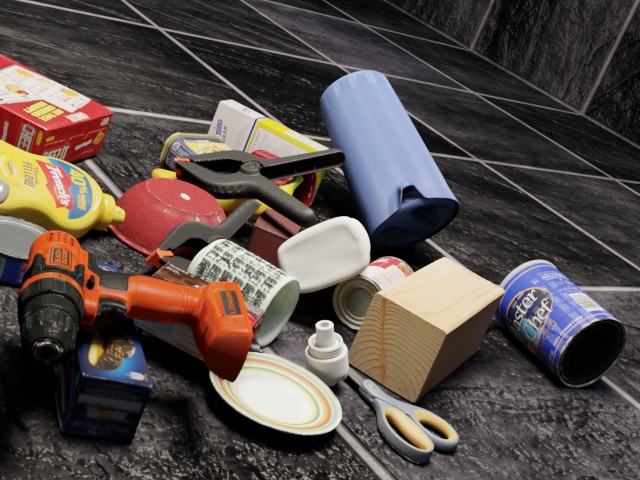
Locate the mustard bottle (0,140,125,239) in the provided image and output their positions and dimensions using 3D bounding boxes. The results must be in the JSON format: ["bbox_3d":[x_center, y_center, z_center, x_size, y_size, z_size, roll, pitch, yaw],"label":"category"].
[{"bbox_3d":[-0.294,-0.048,1.141,0.191,0.058,0.096,18,43,-41],"label":"mustard bottle"}]

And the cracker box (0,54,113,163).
[{"bbox_3d":[-0.397,-0.167,1.343,0.214,0.072,0.164,27,21,11],"label":"cracker box"}]

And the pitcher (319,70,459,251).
[{"bbox_3d":[0.088,-0.111,1.508,0.144,0.149,0.243,1,56,-41],"label":"pitcher"}]

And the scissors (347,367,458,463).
[{"bbox_3d":[0.069,0.159,1.090,0.096,0.016,0.202,11,23,-32],"label":"scissors"}]

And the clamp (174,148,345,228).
[{"bbox_3d":[-0.081,-0.072,1.311,0.210,0.036,0.164,4,33,6],"label":"clamp"}]

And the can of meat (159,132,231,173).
[{"bbox_3d":[-0.153,-0.101,1.451,0.101,0.057,0.084,-3,34,-48],"label":"can of meat"}]

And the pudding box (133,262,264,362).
[{"bbox_3d":[-0.119,0.072,1.018,0.113,0.039,0.090,24,20,6],"label":"pudding box"}]

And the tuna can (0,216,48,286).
[{"bbox_3d":[-0.303,0.010,1.049,0.086,0.034,0.086,20,20,-8],"label":"tuna can"}]

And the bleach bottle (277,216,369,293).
[{"bbox_3d":[0.020,0.007,1.275,0.250,0.103,0.068,-30,97,-79],"label":"bleach bottle"}]

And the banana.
[{"bbox_3d":[-0.123,-0.056,1.356,0.198,0.037,0.069,4,44,4],"label":"banana"}]

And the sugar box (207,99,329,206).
[{"bbox_3d":[-0.079,-0.125,1.533,0.176,0.093,0.048,30,19,17],"label":"sugar box"}]

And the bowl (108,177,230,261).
[{"bbox_3d":[-0.170,-0.030,1.257,0.162,0.055,0.162,20,21,-8],"label":"bowl"}]

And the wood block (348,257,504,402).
[{"bbox_3d":[0.122,0.094,1.199,0.090,0.091,0.205,30,22,19],"label":"wood block"}]

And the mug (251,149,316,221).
[{"bbox_3d":[-0.069,-0.064,1.418,0.082,0.093,0.117,25,48,19],"label":"mug"}]

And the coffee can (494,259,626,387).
[{"bbox_3d":[0.299,0.103,1.342,0.102,0.103,0.140,8,25,-34],"label":"coffee can"}]

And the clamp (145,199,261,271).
[{"bbox_3d":[-0.109,0.022,1.189,0.171,0.039,0.120,-18,69,-40],"label":"clamp"}]

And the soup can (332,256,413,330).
[{"bbox_3d":[0.064,0.062,1.251,0.068,0.068,0.102,29,22,18],"label":"soup can"}]

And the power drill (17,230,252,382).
[{"bbox_3d":[-0.152,0.061,0.872,0.187,0.057,0.184,17,21,-18],"label":"power drill"}]

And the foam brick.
[{"bbox_3d":[-0.059,0.002,1.300,0.053,0.051,0.078,23,20,3],"label":"foam brick"}]
